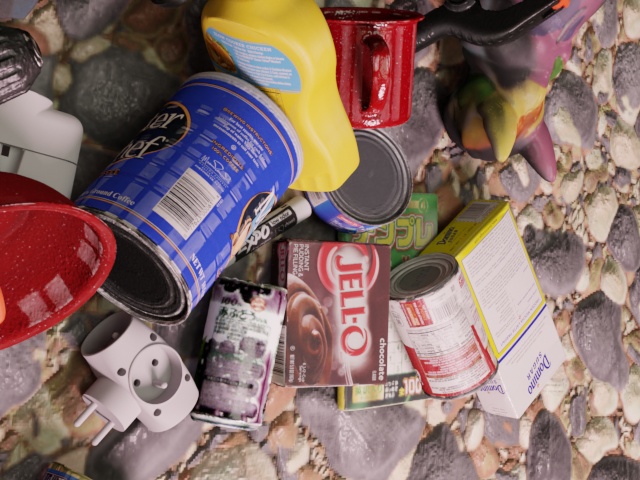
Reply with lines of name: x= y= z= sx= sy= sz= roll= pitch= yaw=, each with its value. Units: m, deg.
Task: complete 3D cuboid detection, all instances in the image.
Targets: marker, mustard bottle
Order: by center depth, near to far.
mustard bottle: x=-0.033 y=-0.122 z=0.721 sx=0.058 sy=0.096 sz=0.191 roll=-47 pitch=144 yaw=-28
marker: x=-0.055 y=0.001 z=0.797 sx=0.120 sy=0.020 sz=0.020 roll=-34 pitch=111 yaw=-33

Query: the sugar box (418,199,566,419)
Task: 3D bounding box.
sugar box: x=0.155 y=0.061 z=0.944 sx=0.093 sy=0.048 sz=0.176 roll=-42 pitch=122 yaw=-34

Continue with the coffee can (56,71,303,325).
coffee can: x=-0.090 y=-0.029 z=0.705 sx=0.102 sy=0.103 sz=0.140 roll=54 pitch=53 yaw=-26

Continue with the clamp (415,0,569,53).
clamp: x=0.108 y=-0.202 z=0.846 sx=0.039 sy=0.172 sz=0.120 roll=-4 pitch=89 yaw=-71

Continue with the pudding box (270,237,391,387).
pudding box: x=0.007 y=0.056 z=0.826 sx=0.089 sy=0.039 sz=0.113 roll=2 pitch=90 yaw=-26

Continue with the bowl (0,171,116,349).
bowl: x=-0.204 y=0.008 z=0.620 sx=0.161 sy=0.162 sz=0.055 roll=-6 pitch=58 yaw=-38

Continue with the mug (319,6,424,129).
mug: x=0.033 y=-0.129 z=0.802 sx=0.093 sy=0.117 sz=0.081 roll=-3 pitch=109 yaw=-13

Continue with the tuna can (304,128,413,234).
tuna can: x=0.029 y=-0.049 z=0.840 sx=0.086 sy=0.034 sz=0.086 roll=9 pitch=71 yaw=-29

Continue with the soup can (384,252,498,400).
soup can: x=0.097 y=0.070 z=0.869 sx=0.068 sy=0.069 sz=0.102 roll=-39 pitch=116 yaw=-31
